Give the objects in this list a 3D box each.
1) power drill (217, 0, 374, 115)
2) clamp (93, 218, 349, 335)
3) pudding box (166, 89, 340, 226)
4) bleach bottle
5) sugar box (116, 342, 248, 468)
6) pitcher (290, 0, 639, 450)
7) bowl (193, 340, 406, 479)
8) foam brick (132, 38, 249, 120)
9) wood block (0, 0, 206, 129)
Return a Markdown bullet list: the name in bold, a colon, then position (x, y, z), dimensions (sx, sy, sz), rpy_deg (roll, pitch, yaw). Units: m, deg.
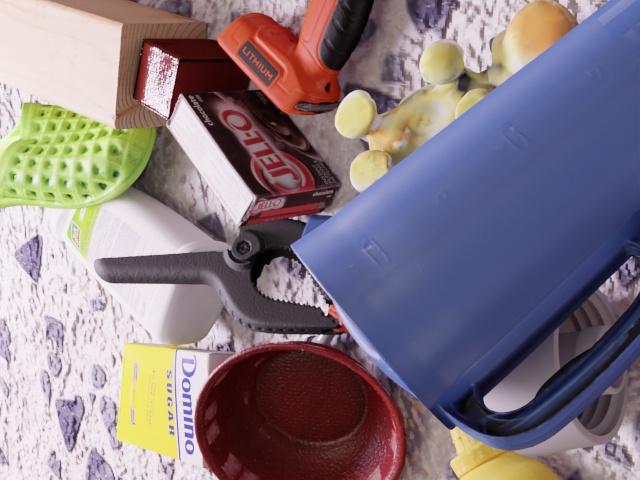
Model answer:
- **power drill**: position (-0.004, -0.200, 0.773), dimensions (0.184, 0.057, 0.188), rpy_deg (50, 127, 25)
- **clamp**: position (-0.056, 0.001, 0.843), dimensions (0.210, 0.036, 0.164), rpy_deg (26, 77, 18)
- **pudding box**: position (-0.052, -0.066, 0.820), dimensions (0.113, 0.089, 0.039), rpy_deg (51, 129, 25)
- **bleach bottle**: position (-0.181, -0.010, 0.974), dimensions (0.251, 0.067, 0.103), rpy_deg (38, 113, 37)
- **sugar box**: position (-0.121, 0.138, 0.919), dimensions (0.177, 0.048, 0.093), rpy_deg (-5, 81, 59)
- **pitcher**: position (0.119, -0.015, 0.575), dimensions (0.243, 0.145, 0.149), rpy_deg (-41, 99, 2)
- **bowl**: position (-0.012, 0.134, 0.814), dimensions (0.162, 0.055, 0.162), rpy_deg (5, 116, 9)
- **foam brick**: position (-0.104, -0.132, 0.867), dimensions (0.053, 0.078, 0.051), rpy_deg (32, 119, 38)
- **wood block**: position (-0.205, -0.168, 0.948), dimensions (0.206, 0.090, 0.090), rpy_deg (23, 114, 38)
